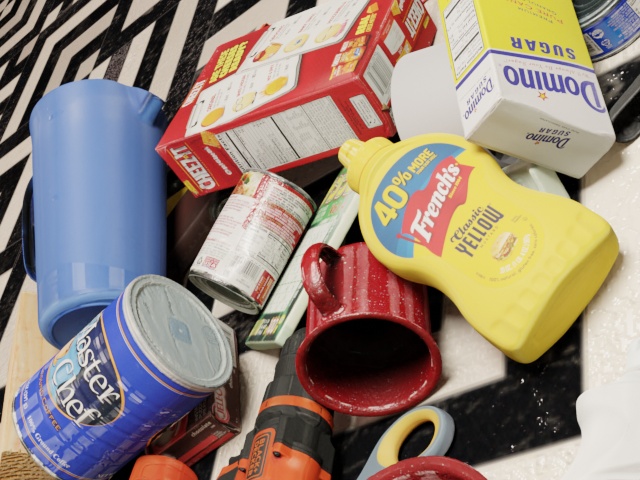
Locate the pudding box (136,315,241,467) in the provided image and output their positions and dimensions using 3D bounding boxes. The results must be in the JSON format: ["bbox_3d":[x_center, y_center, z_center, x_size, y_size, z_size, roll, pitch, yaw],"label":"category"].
[{"bbox_3d":[-0.108,0.128,0.873,0.090,0.039,0.113,-38,34,25],"label":"pudding box"}]

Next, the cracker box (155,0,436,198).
[{"bbox_3d":[-0.019,-0.133,0.932,0.214,0.072,0.164,-15,35,33],"label":"cracker box"}]

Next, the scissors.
[{"bbox_3d":[0.016,0.161,0.688,0.202,0.016,0.096,-21,41,43],"label":"scissors"}]

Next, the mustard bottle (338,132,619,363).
[{"bbox_3d":[0.081,-0.014,0.664,0.192,0.058,0.096,37,89,35],"label":"mustard bottle"}]

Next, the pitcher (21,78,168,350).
[{"bbox_3d":[-0.208,-0.014,0.981,0.149,0.145,0.243,101,164,-53],"label":"pitcher"}]

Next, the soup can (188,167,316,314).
[{"bbox_3d":[-0.056,0.001,0.875,0.069,0.068,0.102,3,61,55],"label":"soup can"}]

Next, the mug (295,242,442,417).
[{"bbox_3d":[0.024,0.048,0.699,0.093,0.117,0.081,-30,32,23],"label":"mug"}]

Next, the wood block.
[{"bbox_3d":[-0.236,0.148,0.953,0.206,0.090,0.091,-105,28,-54],"label":"wood block"}]

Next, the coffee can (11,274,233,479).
[{"bbox_3d":[-0.151,0.108,0.812,0.140,0.102,0.103,-41,32,22],"label":"coffee can"}]

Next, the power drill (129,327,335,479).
[{"bbox_3d":[-0.065,0.161,0.746,0.188,0.057,0.184,-34,29,38],"label":"power drill"}]

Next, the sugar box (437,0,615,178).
[{"bbox_3d":[0.129,-0.129,0.700,0.048,0.093,0.176,-52,34,41],"label":"sugar box"}]
